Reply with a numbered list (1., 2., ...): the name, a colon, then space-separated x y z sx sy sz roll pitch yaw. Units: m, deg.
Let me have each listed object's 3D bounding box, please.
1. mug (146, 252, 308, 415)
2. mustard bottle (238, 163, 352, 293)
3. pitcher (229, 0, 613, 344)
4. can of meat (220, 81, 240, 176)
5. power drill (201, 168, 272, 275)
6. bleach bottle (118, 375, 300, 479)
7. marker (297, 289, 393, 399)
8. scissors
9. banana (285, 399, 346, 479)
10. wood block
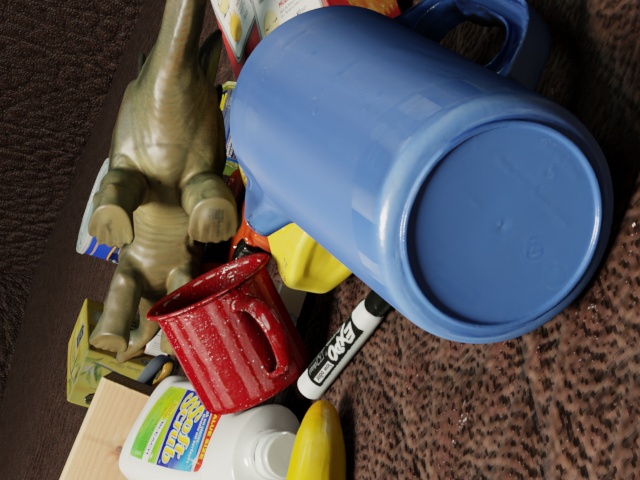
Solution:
1. mug: -0.053 0.064 0.721 0.093 0.081 0.117 -32 12 -30
2. mustard bottle: -0.017 -0.059 0.756 0.096 0.058 0.192 -59 37 30
3. pitcher: 0.048 -0.049 0.537 0.243 0.144 0.149 -133 40 -66
4. can of meat: -0.087 -0.111 1.101 0.102 0.057 0.084 -178 103 -72
5. power drill: -0.056 0.001 0.890 0.188 0.057 0.184 144 141 -61
6. bleach bottle: -0.072 0.147 0.784 0.102 0.068 0.251 -60 18 -22
7. marker: 0.019 0.061 0.670 0.020 0.020 0.121 -89 25 -44
8. scissors: -0.187 0.144 1.075 0.096 0.016 0.202 -63 -13 -18
9. banana: -0.017 0.189 0.619 0.070 0.037 0.198 -13 61 69
10. wood block: -0.187 0.231 0.945 0.090 0.091 0.206 140 153 -85
